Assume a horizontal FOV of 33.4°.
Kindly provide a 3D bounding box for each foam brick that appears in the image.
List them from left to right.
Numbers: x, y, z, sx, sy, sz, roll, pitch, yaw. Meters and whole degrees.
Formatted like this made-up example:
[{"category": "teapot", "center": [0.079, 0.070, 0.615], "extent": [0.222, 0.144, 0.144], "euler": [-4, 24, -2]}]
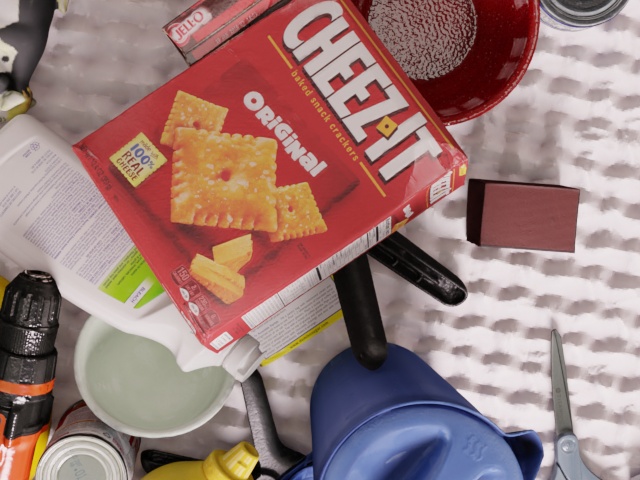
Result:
[{"category": "foam brick", "center": [0.158, -0.020, 0.839], "extent": [0.078, 0.053, 0.051], "euler": [4, 96, -4]}]

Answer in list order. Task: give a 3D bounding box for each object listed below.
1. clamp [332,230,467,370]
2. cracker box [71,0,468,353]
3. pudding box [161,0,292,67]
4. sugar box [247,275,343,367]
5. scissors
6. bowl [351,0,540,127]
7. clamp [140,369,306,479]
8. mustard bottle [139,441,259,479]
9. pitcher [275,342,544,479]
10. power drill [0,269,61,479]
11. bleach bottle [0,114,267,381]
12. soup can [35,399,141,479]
[{"category": "clamp", "center": [0.017, -0.006, 0.795], "extent": [0.036, 0.164, 0.210], "euler": [-39, 90, 31]}, {"category": "cracker box", "center": [-0.033, -0.051, 0.725], "extent": [0.213, 0.072, 0.164], "euler": [-34, 78, -3]}, {"category": "pudding box", "center": [-0.065, -0.159, 0.775], "extent": [0.090, 0.113, 0.039], "euler": [-35, 92, -1]}, {"category": "sugar box", "center": [-0.055, 0.001, 0.829], "extent": [0.093, 0.048, 0.176], "euler": [-33, 94, 0]}, {"category": "scissors", "center": [0.221, 0.177, 0.885], "extent": [0.096, 0.016, 0.202], "euler": [7, 96, -7]}, {"category": "bowl", "center": [0.082, -0.167, 0.815], "extent": [0.162, 0.055, 0.162], "euler": [0, 96, -4]}, {"category": "clamp", "center": [-0.044, 0.180, 0.851], "extent": [0.171, 0.039, 0.120], "euler": [36, 105, -13]}, {"category": "mustard bottle", "center": [-0.113, 0.226, 0.814], "extent": [0.096, 0.058, 0.192], "euler": [37, 102, -17]}, {"category": "pitcher", "center": [0.043, 0.151, 0.753], "extent": [0.149, 0.243, 0.145], "euler": [19, 95, -6]}, {"category": "power drill", "center": [-0.280, 0.090, 0.777], "extent": [0.188, 0.057, 0.184], "euler": [18, 100, 19]}, {"category": "bleach bottle", "center": [-0.149, 0.020, 0.781], "extent": [0.251, 0.068, 0.102], "euler": [39, 84, 8]}, {"category": "soup can", "center": [-0.174, 0.164, 0.809], "extent": [0.068, 0.102, 0.068], "euler": [-1, 97, -5]}]
